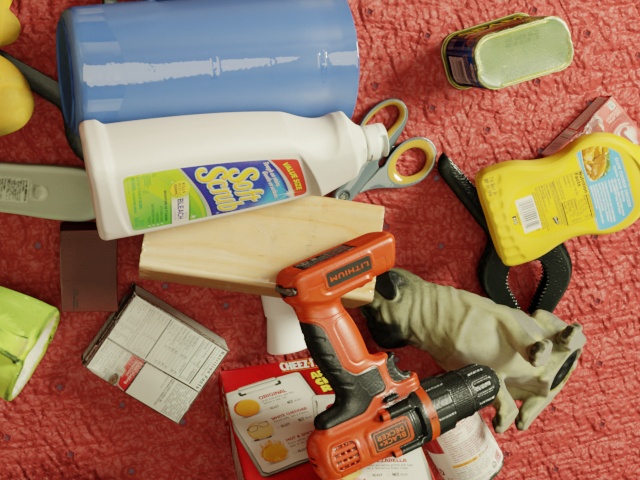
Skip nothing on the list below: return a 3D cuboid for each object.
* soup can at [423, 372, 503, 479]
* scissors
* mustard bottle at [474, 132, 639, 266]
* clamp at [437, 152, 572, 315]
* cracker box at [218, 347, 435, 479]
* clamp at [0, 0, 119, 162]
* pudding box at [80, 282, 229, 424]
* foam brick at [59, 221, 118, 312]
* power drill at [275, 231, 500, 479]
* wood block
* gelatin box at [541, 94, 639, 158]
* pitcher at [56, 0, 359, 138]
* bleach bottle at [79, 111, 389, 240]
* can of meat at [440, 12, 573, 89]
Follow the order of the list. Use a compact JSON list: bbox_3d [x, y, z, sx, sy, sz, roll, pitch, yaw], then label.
[{"bbox_3d":[0.136,0.195,1.085,0.068,0.068,0.102,-31,107,-5],"label":"soup can"},{"bbox_3d":[0.041,-0.041,1.043,0.096,0.016,0.202,27,95,-16],"label":"scissors"},{"bbox_3d":[0.249,-0.049,1.004,0.191,0.058,0.096,-18,102,5],"label":"mustard bottle"},{"bbox_3d":[0.213,-0.003,1.067,0.164,0.036,0.210,-11,109,4],"label":"clamp"},{"bbox_3d":[0.004,0.200,0.979,0.164,0.214,0.072,-7,124,-11],"label":"cracker box"},{"bbox_3d":[-0.196,-0.133,0.960,0.120,0.039,0.171,-36,106,0],"label":"clamp"},{"bbox_3d":[-0.157,0.108,1.017,0.113,0.039,0.090,34,92,-19],"label":"pudding box"},{"bbox_3d":[-0.213,0.023,0.980,0.053,0.051,0.078,0,101,-12],"label":"foam brick"},{"bbox_3d":[0.053,0.091,0.910,0.184,0.057,0.187,-22,98,-19],"label":"power drill"},{"bbox_3d":[-0.056,0.002,0.971,0.206,0.091,0.090,9,81,-9],"label":"wood block"},{"bbox_3d":[0.281,-0.091,1.079,0.089,0.030,0.073,-44,107,-1],"label":"gelatin box"},{"bbox_3d":[-0.098,-0.161,0.912,0.242,0.149,0.145,-6,147,-19],"label":"pitcher"},{"bbox_3d":[-0.065,-0.068,0.881,0.250,0.068,0.103,-11,141,-12],"label":"bleach bottle"},{"bbox_3d":[0.176,-0.178,1.010,0.102,0.084,0.057,-18,105,-8],"label":"can of meat"}]
